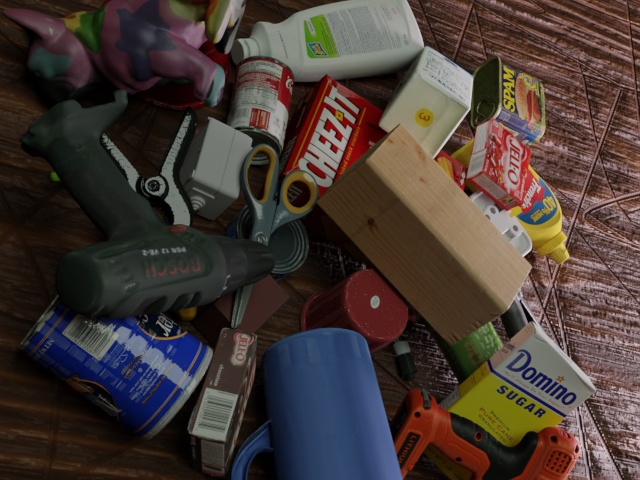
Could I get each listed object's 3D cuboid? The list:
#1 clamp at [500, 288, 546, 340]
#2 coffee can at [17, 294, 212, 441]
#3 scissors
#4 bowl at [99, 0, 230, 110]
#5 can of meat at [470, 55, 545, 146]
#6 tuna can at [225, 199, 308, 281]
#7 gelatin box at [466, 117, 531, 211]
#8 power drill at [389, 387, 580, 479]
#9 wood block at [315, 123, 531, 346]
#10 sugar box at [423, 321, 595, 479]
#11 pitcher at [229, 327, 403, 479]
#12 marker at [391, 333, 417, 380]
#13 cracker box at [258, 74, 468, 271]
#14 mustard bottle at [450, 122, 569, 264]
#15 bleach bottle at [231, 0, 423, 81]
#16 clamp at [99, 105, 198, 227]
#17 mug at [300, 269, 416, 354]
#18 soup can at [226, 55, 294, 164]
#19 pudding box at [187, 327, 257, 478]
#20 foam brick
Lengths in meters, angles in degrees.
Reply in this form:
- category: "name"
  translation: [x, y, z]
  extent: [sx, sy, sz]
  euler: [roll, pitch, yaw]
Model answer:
- category: "clamp"
  translation: [0.213, 0.062, 1.220]
  extent: [0.210, 0.036, 0.164]
  euler: [65, 15, 2]
- category: "coffee can"
  translation: [-0.182, 0.097, 0.955]
  extent: [0.140, 0.103, 0.102]
  euler: [39, 51, -11]
- category: "scissors"
  translation: [-0.045, -0.002, 1.078]
  extent: [0.096, 0.016, 0.202]
  euler: [10, 66, -27]
- category: "bowl"
  translation: [-0.160, -0.225, 1.167]
  extent: [0.161, 0.055, 0.162]
  euler: [15, 59, -27]
- category: "can of meat"
  translation: [0.249, -0.181, 1.413]
  extent: [0.083, 0.058, 0.102]
  euler: [21, 57, -27]
- category: "tuna can"
  translation: [-0.057, 0.001, 1.131]
  extent: [0.086, 0.034, 0.086]
  euler: [15, 59, -27]
- category: "gelatin box"
  translation: [0.215, -0.091, 1.275]
  extent: [0.073, 0.030, 0.089]
  euler: [36, 51, -25]
- category: "power drill"
  translation: [0.147, 0.247, 1.088]
  extent: [0.187, 0.184, 0.057]
  euler: [24, 10, -7]
- category: "wood block"
  translation: [0.108, -0.005, 1.106]
  extent: [0.206, 0.091, 0.090]
  euler: [47, 41, -5]
- category: "sugar box"
  translation: [0.191, 0.178, 1.122]
  extent: [0.093, 0.176, 0.048]
  euler: [44, 13, -7]
- category: "pitcher"
  translation: [0.002, 0.212, 1.010]
  extent: [0.149, 0.145, 0.243]
  euler: [24, 48, -51]
- category: "marker"
  translation: [0.082, 0.096, 1.184]
  extent: [0.020, 0.020, 0.121]
  euler: [-6, 70, -35]
- category: "cracker box"
  translation: [0.056, -0.066, 1.216]
  extent: [0.213, 0.072, 0.164]
  euler: [32, 52, -15]
- category: "mustard bottle"
  translation: [0.249, -0.051, 1.344]
  extent: [0.096, 0.058, 0.191]
  euler: [-36, 89, -40]
- category: "bleach bottle"
  translation: [0.003, -0.241, 1.279]
  extent: [0.250, 0.068, 0.102]
  euler: [-12, 73, -35]
- category: "clamp"
  translation: [-0.176, -0.053, 1.029]
  extent: [0.120, 0.039, 0.171]
  euler: [1, 73, -15]
- category: "mug"
  translation: [0.049, 0.083, 1.128]
  extent: [0.117, 0.082, 0.093]
  euler: [12, 61, -28]
- category: "soup can"
  translation: [-0.068, -0.143, 1.176]
  extent: [0.068, 0.069, 0.102]
  euler: [22, 57, -23]
- category: "pudding box"
  translation: [-0.090, 0.151, 0.995]
  extent: [0.039, 0.090, 0.113]
  euler: [14, 57, 6]
- category: "foam brick"
  translation: [-0.079, 0.069, 1.070]
  extent: [0.051, 0.053, 0.078]
  euler: [49, 51, -3]
